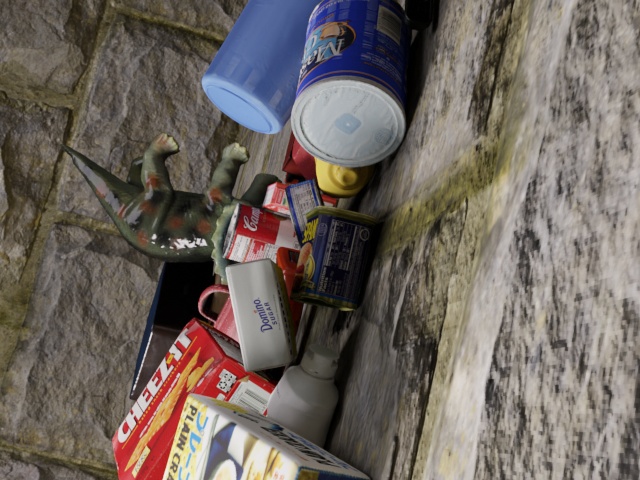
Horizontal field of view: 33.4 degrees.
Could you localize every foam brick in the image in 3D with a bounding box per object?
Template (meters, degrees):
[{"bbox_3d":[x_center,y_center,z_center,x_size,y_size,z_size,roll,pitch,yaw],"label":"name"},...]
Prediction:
[{"bbox_3d":[-0.013,-0.124,1.373,0.053,0.051,0.078,128,156,-70],"label":"foam brick"}]

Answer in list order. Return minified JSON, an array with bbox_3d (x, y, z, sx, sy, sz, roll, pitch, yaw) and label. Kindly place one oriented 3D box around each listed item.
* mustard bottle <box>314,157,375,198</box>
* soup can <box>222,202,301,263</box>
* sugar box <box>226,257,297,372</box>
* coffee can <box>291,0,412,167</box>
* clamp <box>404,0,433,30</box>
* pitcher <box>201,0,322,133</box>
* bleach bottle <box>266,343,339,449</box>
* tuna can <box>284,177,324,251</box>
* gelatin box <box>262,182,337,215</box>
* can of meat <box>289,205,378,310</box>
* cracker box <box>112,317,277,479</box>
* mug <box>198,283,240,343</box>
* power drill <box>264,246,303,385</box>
[{"bbox_3d":[0.023,-0.096,1.086,0.191,0.058,0.096,-97,20,-66],"label":"mustard bottle"},{"bbox_3d":[-0.058,0.002,1.265,0.068,0.102,0.068,-164,91,-81],"label":"soup can"},{"bbox_3d":[-0.050,0.068,0.971,0.176,0.048,0.093,116,143,-86],"label":"sugar box"},{"bbox_3d":[0.031,-0.152,0.992,0.103,0.102,0.140,115,167,-46],"label":"coffee can"},{"bbox_3d":[0.098,-0.278,1.021,0.210,0.036,0.164,-122,46,-80],"label":"clamp"},{"bbox_3d":[-0.024,-0.245,1.232,0.242,0.145,0.149,-58,4,-12],"label":"pitcher"},{"bbox_3d":[-0.039,0.211,0.924,0.102,0.068,0.251,-118,47,-72],"label":"bleach bottle"},{"bbox_3d":[-0.009,-0.019,1.091,0.086,0.034,0.086,-17,-90,-87],"label":"tuna can"},{"bbox_3d":[-0.026,-0.042,1.236,0.089,0.073,0.030,174,112,-80],"label":"gelatin box"},{"bbox_3d":[0.010,0.018,0.975,0.102,0.057,0.084,158,124,-79],"label":"can of meat"},{"bbox_3d":[-0.130,0.174,1.047,0.164,0.072,0.214,-56,16,-3],"label":"cracker box"},{"bbox_3d":[-0.088,0.087,1.270,0.093,0.117,0.082,-70,7,-54],"label":"mug"},{"bbox_3d":[-0.043,0.111,1.123,0.184,0.057,0.188,-109,37,-73],"label":"power drill"}]
